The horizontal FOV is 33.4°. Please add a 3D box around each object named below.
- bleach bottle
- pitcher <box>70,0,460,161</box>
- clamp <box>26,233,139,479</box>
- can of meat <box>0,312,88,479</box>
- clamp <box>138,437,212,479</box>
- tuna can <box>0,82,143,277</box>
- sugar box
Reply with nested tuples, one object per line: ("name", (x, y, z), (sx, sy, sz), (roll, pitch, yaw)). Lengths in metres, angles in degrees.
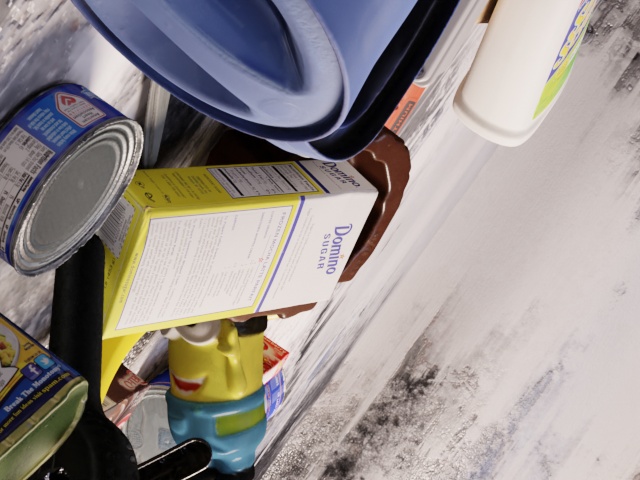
("bleach bottle", (0.154, -0.168, 0.710), (0.102, 0.068, 0.251), (-52, 167, -22))
("pitcher", (0.018, -0.158, 0.407), (0.242, 0.145, 0.149), (-54, -179, -21))
("clamp", (-0.127, 0.102, 0.537), (0.036, 0.210, 0.165), (13, 112, -35))
("can of meat", (-0.163, 0.073, 0.463), (0.102, 0.084, 0.058), (-45, 166, -47))
("clamp", (-0.159, 0.190, 0.769), (0.172, 0.039, 0.120), (-23, 177, 30))
("tuna can", (-0.120, -0.027, 0.480), (0.086, 0.034, 0.086), (-53, 170, -13))
("sugar box", (-0.054, 0.001, 0.644), (0.175, 0.048, 0.093), (-8, 133, -43))
